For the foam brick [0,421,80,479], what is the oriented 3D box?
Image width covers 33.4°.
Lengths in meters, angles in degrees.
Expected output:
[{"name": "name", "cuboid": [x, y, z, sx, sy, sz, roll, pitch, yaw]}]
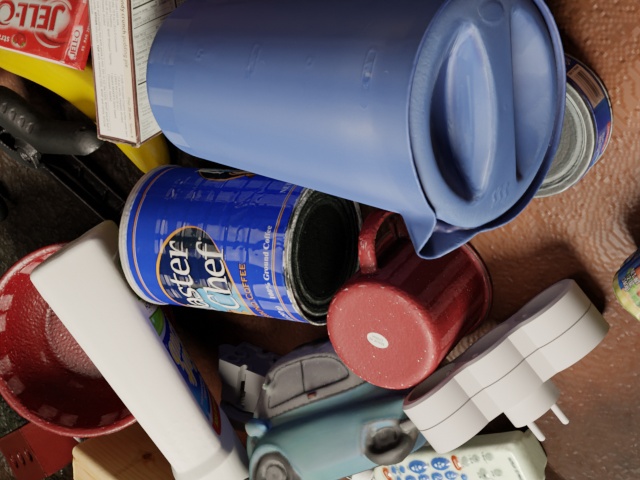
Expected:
[{"name": "foam brick", "cuboid": [-0.261, 0.192, 1.003, 0.078, 0.051, 0.053, -31, 88, 53]}]

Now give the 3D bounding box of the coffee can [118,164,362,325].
[{"name": "coffee can", "cuboid": [-0.055, 0.001, 0.748, 0.141, 0.102, 0.103, 5, 117, 31]}]

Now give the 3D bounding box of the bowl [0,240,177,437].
[{"name": "bowl", "cuboid": [-0.192, 0.077, 0.883, 0.162, 0.055, 0.162, 1, 96, 5]}]

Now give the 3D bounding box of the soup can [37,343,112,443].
[{"name": "soup can", "cuboid": [-0.225, 0.124, 0.948, 0.102, 0.068, 0.069, 38, 129, 9]}]

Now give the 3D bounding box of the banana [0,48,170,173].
[{"name": "banana", "cuboid": [-0.182, -0.108, 0.814, 0.198, 0.037, 0.070, 41, 129, 8]}]

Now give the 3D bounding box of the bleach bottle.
[{"name": "bleach bottle", "cuboid": [-0.121, 0.108, 0.812, 0.068, 0.102, 0.251, -32, 99, 1]}]

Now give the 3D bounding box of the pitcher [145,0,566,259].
[{"name": "pitcher", "cuboid": [0.011, -0.098, 0.621, 0.243, 0.149, 0.145, 14, 137, 44]}]

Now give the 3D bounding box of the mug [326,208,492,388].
[{"name": "mug", "cuboid": [0.054, 0.035, 0.710, 0.093, 0.081, 0.117, -4, 112, 34]}]

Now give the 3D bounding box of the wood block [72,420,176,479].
[{"name": "wood block", "cuboid": [-0.106, 0.236, 0.888, 0.206, 0.090, 0.090, 28, 127, 34]}]

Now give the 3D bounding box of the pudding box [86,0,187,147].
[{"name": "pudding box", "cuboid": [-0.115, -0.132, 0.724, 0.039, 0.089, 0.113, 15, 122, 25]}]

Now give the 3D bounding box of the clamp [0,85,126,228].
[{"name": "clamp", "cuboid": [-0.216, -0.080, 0.832, 0.171, 0.039, 0.120, 31, 148, 13]}]

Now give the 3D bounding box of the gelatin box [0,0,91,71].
[{"name": "gelatin box", "cuboid": [-0.204, -0.170, 0.779, 0.089, 0.030, 0.073, 18, 93, 24]}]
